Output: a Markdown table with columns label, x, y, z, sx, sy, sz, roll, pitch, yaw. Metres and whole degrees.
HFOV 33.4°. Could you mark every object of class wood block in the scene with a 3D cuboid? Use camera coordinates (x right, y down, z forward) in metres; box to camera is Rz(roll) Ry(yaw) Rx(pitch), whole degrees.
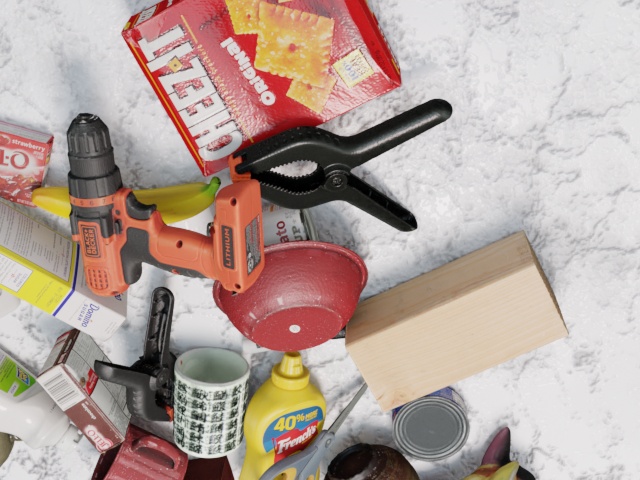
| label | x | y | z | sx | sy | sz | roll | pitch | yaw |
| --- | --- | --- | --- | --- | --- | --- | --- | --- | --- |
| wood block | 0.138 | 0.083 | 1.103 | 0.206 | 0.090 | 0.091 | -25 | 111 | 13 |

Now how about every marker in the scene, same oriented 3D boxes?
| label | x | y | z | sx | sy | sz | roll | pitch | yaw |
| --- | --- | --- | --- | --- | --- | --- | --- | --- | --- |
| marker | -0.024 | 0.105 | 1.158 | 0.121 | 0.020 | 0.020 | -10 | 113 | 6 |

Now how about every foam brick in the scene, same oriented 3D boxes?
| label | x | y | z | sx | sy | sz | roll | pitch | yaw |
| --- | --- | --- | --- | --- | --- | --- | --- | --- | --- |
| foam brick | -0.129 | 0.289 | 1.213 | 0.051 | 0.078 | 0.053 | -11 | 111 | 7 |

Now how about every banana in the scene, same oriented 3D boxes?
| label | x | y | z | sx | sy | sz | roll | pitch | yaw |
| --- | --- | --- | --- | --- | --- | --- | --- | --- | --- |
| banana | -0.189 | -0.041 | 1.080 | 0.198 | 0.037 | 0.069 | -5 | 145 | 9 |

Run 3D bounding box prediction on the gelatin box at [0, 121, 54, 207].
| label | x | y | z | sx | sy | sz | roll | pitch | yaw |
| --- | --- | --- | --- | --- | --- | --- | --- | --- | --- |
| gelatin box | -0.321 | -0.080 | 1.080 | 0.089 | 0.030 | 0.073 | 16 | 114 | -5 |

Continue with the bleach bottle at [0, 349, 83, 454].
| label | x | y | z | sx | sy | sz | roll | pitch | yaw |
| --- | --- | --- | --- | --- | --- | --- | --- | --- | --- |
| bleach bottle | -0.367 | 0.154 | 1.148 | 0.250 | 0.102 | 0.068 | 38 | 115 | -13 |

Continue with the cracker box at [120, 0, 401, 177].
| label | x | y | z | sx | sy | sz | roll | pitch | yaw |
| --- | --- | --- | --- | --- | --- | --- | --- | --- | --- |
| cracker box | -0.053 | -0.178 | 1.003 | 0.214 | 0.072 | 0.164 | -24 | 112 | 13 |

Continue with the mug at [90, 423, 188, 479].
| label | x | y | z | sx | sy | sz | roll | pitch | yaw |
| --- | --- | --- | --- | --- | --- | --- | --- | --- | --- |
| mug | -0.195 | 0.250 | 1.188 | 0.081 | 0.093 | 0.117 | 28 | 134 | -15 |

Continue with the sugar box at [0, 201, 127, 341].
| label | x | y | z | sx | sy | sz | roll | pitch | yaw |
| --- | --- | --- | --- | --- | --- | --- | --- | --- | --- |
| sugar box | -0.278 | 0.028 | 1.076 | 0.176 | 0.093 | 0.048 | 35 | 110 | -24 |

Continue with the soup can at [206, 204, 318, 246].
| label | x | y | z | sx | sy | sz | roll | pitch | yaw |
| --- | --- | --- | --- | --- | --- | --- | --- | --- | --- |
| soup can | -0.057 | 0.001 | 1.086 | 0.102 | 0.068 | 0.068 | -15 | 113 | 8 |

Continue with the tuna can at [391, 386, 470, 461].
| label | x | y | z | sx | sy | sz | roll | pitch | yaw |
| --- | --- | --- | --- | --- | --- | --- | --- | --- | --- |
| tuna can | 0.122 | 0.201 | 1.187 | 0.086 | 0.033 | 0.086 | 1 | 114 | 2 |

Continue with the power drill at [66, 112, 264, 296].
| label | x | y | z | sx | sy | sz | roll | pitch | yaw |
| --- | --- | --- | --- | --- | --- | --- | --- | --- | --- |
| power drill | -0.149 | -0.027 | 1.002 | 0.188 | 0.057 | 0.184 | 7 | 118 | 20 |

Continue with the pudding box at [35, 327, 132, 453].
| label | x | y | z | sx | sy | sz | roll | pitch | yaw |
| --- | --- | --- | --- | --- | --- | --- | --- | --- | --- |
| pudding box | -0.249 | 0.160 | 1.153 | 0.039 | 0.090 | 0.113 | -29 | 109 | 12 |

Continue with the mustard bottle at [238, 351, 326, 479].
| label | x | y | z | sx | sy | sz | roll | pitch | yaw |
| --- | --- | --- | --- | --- | --- | --- | --- | --- | --- |
| mustard bottle | -0.039 | 0.207 | 1.172 | 0.096 | 0.058 | 0.192 | -10 | 118 | -33 |

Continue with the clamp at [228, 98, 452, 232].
| label | x | y | z | sx | sy | sz | roll | pitch | yaw |
| --- | --- | --- | --- | --- | --- | --- | --- | --- | --- |
| clamp | 0.017 | -0.062 | 1.032 | 0.210 | 0.036 | 0.165 | -6 | 136 | -8 |

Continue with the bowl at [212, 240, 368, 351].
| label | x | y | z | sx | sy | sz | roll | pitch | yaw |
| --- | --- | --- | --- | --- | --- | --- | --- | --- | --- |
| bowl | -0.027 | 0.067 | 1.079 | 0.162 | 0.055 | 0.162 | -7 | 146 | -5 |

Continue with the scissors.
| label | x | y | z | sx | sy | sz | roll | pitch | yaw |
| --- | --- | --- | --- | --- | --- | --- | --- | --- | --- |
| scissors | -0.009 | 0.218 | 1.146 | 0.096 | 0.016 | 0.202 | 26 | 93 | -53 |

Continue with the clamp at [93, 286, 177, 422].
| label | x | y | z | sx | sy | sz | roll | pitch | yaw |
| --- | --- | --- | --- | --- | --- | --- | --- | --- | --- |
| clamp | -0.178 | 0.130 | 1.140 | 0.039 | 0.120 | 0.171 | 27 | 154 | 24 |
